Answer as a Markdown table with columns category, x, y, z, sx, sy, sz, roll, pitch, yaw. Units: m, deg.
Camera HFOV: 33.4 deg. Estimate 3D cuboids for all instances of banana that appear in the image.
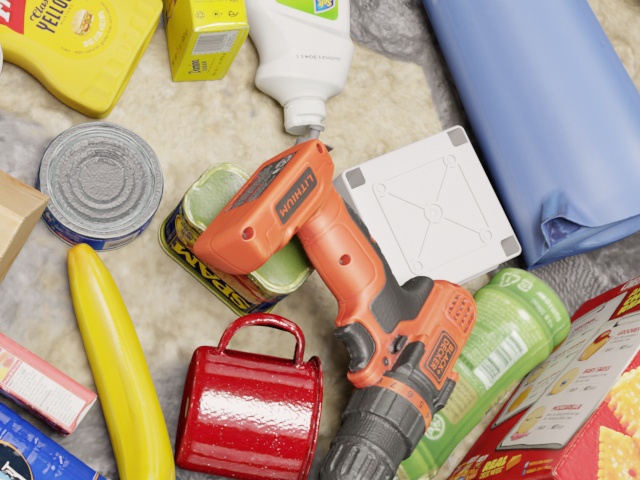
| category | x | y | z | sx | sy | sz | roll | pitch | yaw |
| --- | --- | --- | --- | --- | --- | --- | --- | --- | --- |
| banana | -0.125 | 0.094 | 0.684 | 0.037 | 0.070 | 0.198 | -16 | 58 | -12 |

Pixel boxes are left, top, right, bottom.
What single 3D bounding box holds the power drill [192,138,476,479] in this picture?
| category | x | y | z | sx | sy | sz | roll | pitch | yaw |
| --- | --- | --- | --- | --- | --- | --- | --- | --- | --- |
| power drill | 0.008 | 0.047 | 0.654 | 0.187 | 0.057 | 0.184 | 52 | 46 | -19 |

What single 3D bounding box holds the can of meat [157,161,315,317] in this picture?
| category | x | y | z | sx | sy | sz | roll | pitch | yaw |
| --- | --- | --- | --- | --- | --- | --- | --- | --- | --- |
| can of meat | -0.055 | 0.001 | 0.725 | 0.102 | 0.084 | 0.057 | 42 | 68 | -4 |

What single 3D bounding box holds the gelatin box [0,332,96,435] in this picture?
| category | x | y | z | sx | sy | sz | roll | pitch | yaw |
| --- | --- | --- | --- | --- | --- | --- | --- | --- | --- |
| gelatin box | -0.179 | 0.090 | 0.661 | 0.073 | 0.089 | 0.030 | 35 | 72 | -6 |

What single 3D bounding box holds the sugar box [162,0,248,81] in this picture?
| category | x | y | z | sx | sy | sz | roll | pitch | yaw |
| --- | --- | --- | --- | --- | --- | --- | --- | --- | --- |
| sugar box | -0.093 | -0.213 | 0.763 | 0.048 | 0.093 | 0.176 | -8 | 78 | -19 |

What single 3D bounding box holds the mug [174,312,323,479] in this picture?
| category | x | y | z | sx | sy | sz | roll | pitch | yaw |
| --- | --- | --- | --- | --- | --- | --- | --- | --- | --- |
| mug | -0.046 | 0.103 | 0.695 | 0.081 | 0.093 | 0.117 | 11 | 104 | -10 |

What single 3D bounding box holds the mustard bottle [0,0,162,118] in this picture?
| category | x | y | z | sx | sy | sz | roll | pitch | yaw |
| --- | --- | --- | --- | --- | --- | --- | --- | --- | --- |
| mustard bottle | -0.212 | -0.168 | 0.732 | 0.191 | 0.058 | 0.096 | 28 | 81 | -9 |

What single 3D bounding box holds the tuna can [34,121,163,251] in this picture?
| category | x | y | z | sx | sy | sz | roll | pitch | yaw |
| --- | --- | --- | --- | --- | --- | --- | --- | --- | --- |
| tuna can | -0.151 | -0.037 | 0.732 | 0.086 | 0.034 | 0.086 | 4 | 75 | -16 |

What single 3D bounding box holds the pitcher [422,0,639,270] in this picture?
| category | x | y | z | sx | sy | sz | roll | pitch | yaw |
| --- | --- | --- | --- | --- | --- | --- | --- | --- | --- |
| pitcher | 0.175 | -0.110 | 0.812 | 0.145 | 0.149 | 0.243 | -22 | 80 | -6 |

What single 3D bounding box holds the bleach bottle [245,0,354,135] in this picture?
| category | x | y | z | sx | sy | sz | roll | pitch | yaw |
| --- | --- | --- | --- | --- | --- | --- | --- | --- | --- |
| bleach bottle | -0.030 | -0.203 | 0.797 | 0.102 | 0.068 | 0.251 | -2 | 79 | -17 |

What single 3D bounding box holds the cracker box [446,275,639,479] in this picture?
| category | x | y | z | sx | sy | sz | roll | pitch | yaw |
| --- | --- | --- | --- | --- | --- | --- | --- | --- | --- |
| cracker box | 0.192 | 0.112 | 0.721 | 0.072 | 0.164 | 0.213 | 45 | 63 | -1 |
